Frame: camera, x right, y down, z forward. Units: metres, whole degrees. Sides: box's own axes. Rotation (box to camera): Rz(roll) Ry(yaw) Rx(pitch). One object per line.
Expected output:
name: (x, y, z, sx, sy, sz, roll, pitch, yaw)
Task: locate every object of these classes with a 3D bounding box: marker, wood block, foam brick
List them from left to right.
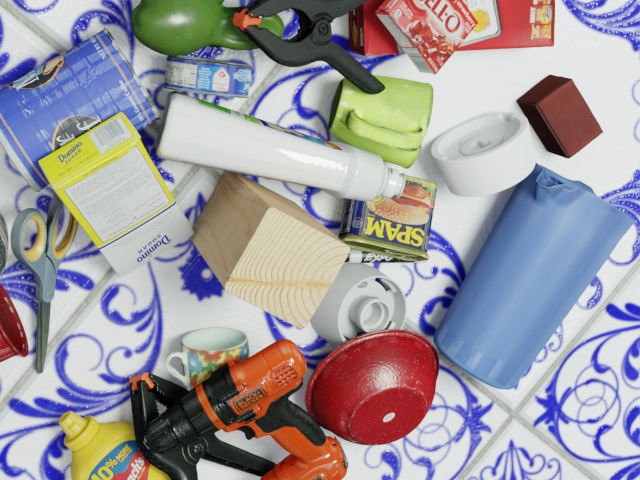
wood block: (-0.057, 0.002, 1.059, 0.090, 0.206, 0.090, 28, 95, -21)
marker: (0.062, 0.016, 1.195, 0.121, 0.020, 0.020, -1, 104, -15)
foam brick: (0.267, -0.140, 1.196, 0.051, 0.053, 0.078, -38, 111, -4)

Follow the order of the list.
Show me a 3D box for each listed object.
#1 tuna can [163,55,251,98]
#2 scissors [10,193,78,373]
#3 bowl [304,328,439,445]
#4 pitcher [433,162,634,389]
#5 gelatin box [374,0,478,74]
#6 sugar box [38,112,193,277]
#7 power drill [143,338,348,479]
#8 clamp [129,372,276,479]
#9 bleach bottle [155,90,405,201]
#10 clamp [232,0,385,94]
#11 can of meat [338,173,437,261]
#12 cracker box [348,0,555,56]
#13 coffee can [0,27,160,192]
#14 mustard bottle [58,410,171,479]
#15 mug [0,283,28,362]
tuna can: (-0.112, -0.164, 1.066, 0.086, 0.086, 0.034, 4, 101, -17)
scissors: (-0.290, 0.046, 1.079, 0.016, 0.096, 0.202, 20, 99, 25)
bowl: (0.067, 0.177, 1.187, 0.162, 0.055, 0.162, -11, 130, -13)
pitcher: (0.238, 0.044, 1.202, 0.149, 0.145, 0.243, 30, 98, -8)
gelatin box: (0.105, -0.220, 1.051, 0.073, 0.030, 0.089, -51, 124, -11)
sugar box: (-0.195, -0.040, 1.046, 0.093, 0.048, 0.176, -31, 151, -7)
power drill: (-0.068, 0.209, 1.122, 0.184, 0.057, 0.187, -31, 125, 3)
clamp: (-0.144, 0.237, 1.151, 0.210, 0.036, 0.164, 53, 46, -15)
bleach bottle: (-0.037, -0.087, 1.084, 0.250, 0.102, 0.068, 14, 98, -12)
clamp: (0.002, -0.215, 1.029, 0.171, 0.039, 0.120, 9, 94, -31)
can of meat: (0.073, -0.029, 1.158, 0.102, 0.058, 0.084, 13, 81, -19)
cracker box: (0.137, -0.281, 1.114, 0.213, 0.072, 0.164, -5, 105, -13)
coffee can: (-0.241, -0.126, 1.031, 0.140, 0.103, 0.103, -32, 110, -6)
mustard bottle: (-0.212, 0.254, 1.157, 0.096, 0.058, 0.191, -44, 110, -11)
mug: (-0.349, 0.089, 1.051, 0.081, 0.117, 0.093, -25, 86, -4)
